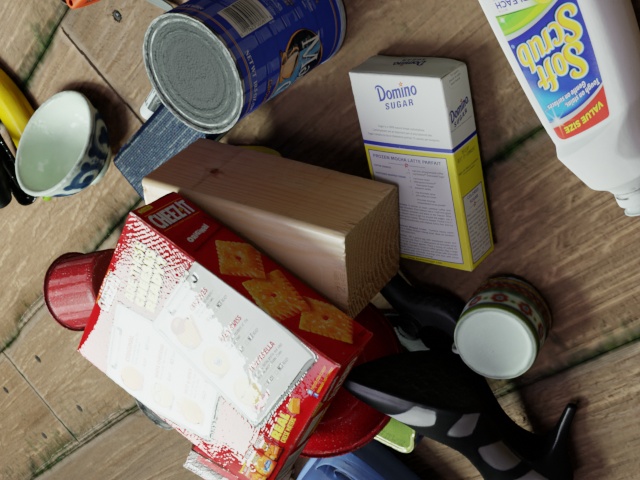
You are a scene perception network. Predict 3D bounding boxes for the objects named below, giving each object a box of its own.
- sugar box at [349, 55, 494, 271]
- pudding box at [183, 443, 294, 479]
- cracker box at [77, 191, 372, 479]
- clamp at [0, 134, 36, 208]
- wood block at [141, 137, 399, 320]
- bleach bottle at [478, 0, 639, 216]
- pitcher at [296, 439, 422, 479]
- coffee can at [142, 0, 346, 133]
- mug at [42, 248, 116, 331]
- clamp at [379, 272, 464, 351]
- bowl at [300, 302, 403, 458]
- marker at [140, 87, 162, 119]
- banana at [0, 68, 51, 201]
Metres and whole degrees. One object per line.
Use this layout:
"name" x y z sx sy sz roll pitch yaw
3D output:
"sugar box" 0.087 -0.065 0.892 0.093 0.048 0.176 12 125 38
"pudding box" -0.096 0.273 1.280 0.090 0.113 0.039 25 96 27
"cracker box" -0.085 0.086 0.901 0.214 0.072 0.164 36 122 13
"clamp" -0.393 -0.127 1.238 0.164 0.036 0.210 -132 18 -78
"wood block" -0.043 -0.014 0.931 0.206 0.090 0.090 17 129 28
"bleach bottle" 0.183 -0.130 0.740 0.103 0.068 0.251 -11 115 47
"pitcher" 0.083 0.307 1.125 0.243 0.149 0.145 37 110 9
"coffee can" -0.060 -0.164 0.871 0.103 0.140 0.103 24 135 27
"mug" -0.244 0.059 1.212 0.082 0.093 0.117 -11 144 41
"clamp" 0.085 0.065 1.002 0.172 0.039 0.120 18 136 24
"bowl" -0.003 0.119 0.970 0.162 0.162 0.055 44 178 6
"marker" -0.150 -0.159 1.052 0.020 0.020 0.121 47 140 2
"banana" -0.351 -0.128 1.245 0.070 0.037 0.198 0 121 42
